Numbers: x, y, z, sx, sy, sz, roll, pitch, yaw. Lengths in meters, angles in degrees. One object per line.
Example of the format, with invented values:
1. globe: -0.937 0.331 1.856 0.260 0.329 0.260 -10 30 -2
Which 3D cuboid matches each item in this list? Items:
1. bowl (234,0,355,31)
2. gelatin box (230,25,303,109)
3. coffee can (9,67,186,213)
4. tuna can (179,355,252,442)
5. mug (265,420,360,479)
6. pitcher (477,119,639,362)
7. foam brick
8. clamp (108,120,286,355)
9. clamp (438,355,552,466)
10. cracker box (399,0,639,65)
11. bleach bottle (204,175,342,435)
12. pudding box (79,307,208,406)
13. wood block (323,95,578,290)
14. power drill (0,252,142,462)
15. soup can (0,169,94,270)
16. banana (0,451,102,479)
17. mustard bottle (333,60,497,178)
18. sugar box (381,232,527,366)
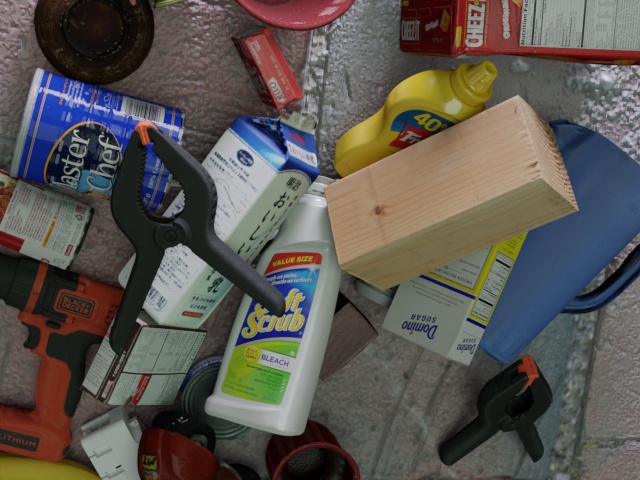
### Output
1. bowl: -0.038 -0.269 0.996 0.161 0.055 0.162 2 85 -25
2. gelatin box: -0.053 -0.165 1.013 0.030 0.089 0.073 -28 107 -5
3. coffee can: -0.206 -0.091 0.991 0.140 0.103 0.103 14 99 -15
4. tuna can: -0.103 0.163 1.107 0.086 0.034 0.086 -3 103 -11
5. mug: -0.018 0.250 1.119 0.093 0.081 0.117 28 95 -16
6. pitcher: 0.237 0.011 1.097 0.149 0.144 0.243 43 97 24
7. foam brick: 0.012 0.098 1.106 0.078 0.053 0.051 -42 107 -1
8. clamp: -0.140 0.000 0.954 0.164 0.036 0.210 -20 104 1
9. clamp: 0.191 0.190 1.142 0.120 0.039 0.171 -10 133 -10
10. cracker box: 0.200 -0.206 1.018 0.213 0.164 0.072 0 100 -12
11. bleach bottle: -0.035 0.058 1.050 0.103 0.068 0.251 12 87 20
12. pudding box: -0.171 0.116 1.048 0.039 0.113 0.090 28 97 28
13. wood block: 0.117 -0.039 0.987 0.206 0.091 0.090 -24 152 26
14. power drill: -0.287 0.112 1.044 0.184 0.057 0.188 19 98 -15
15. soup can: -0.274 -0.020 1.012 0.102 0.068 0.068 23 97 -16
16. banana: -0.300 0.241 1.071 0.197 0.037 0.070 11 129 -12
17. mustard bottle: 0.100 -0.110 1.015 0.096 0.058 0.192 24 141 -23
18. sugar box: 0.137 0.025 1.043 0.048 0.093 0.176 22 92 -46
